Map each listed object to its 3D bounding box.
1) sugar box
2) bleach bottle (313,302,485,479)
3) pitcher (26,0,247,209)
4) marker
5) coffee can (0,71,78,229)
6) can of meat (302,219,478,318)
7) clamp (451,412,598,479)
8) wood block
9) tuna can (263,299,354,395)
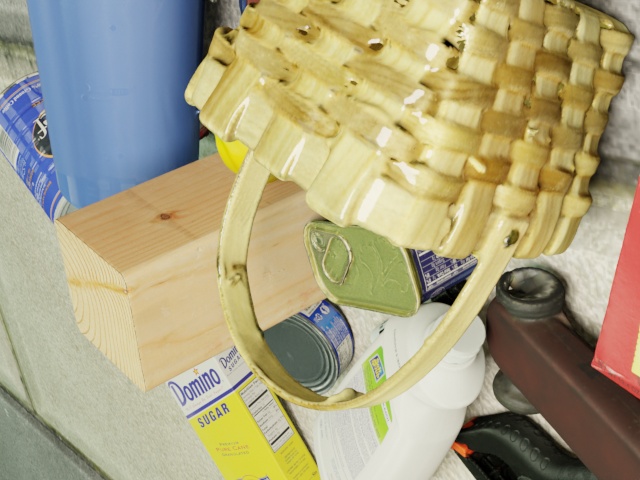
[{"bbox_3d":[-0.073,0.169,0.979,0.094,0.048,0.176,-19,108,47],"label":"sugar box"},{"bbox_3d":[0.057,0.117,0.722,0.251,0.068,0.102,116,142,-59],"label":"bleach bottle"},{"bbox_3d":[-0.132,-0.140,0.759,0.149,0.144,0.243,34,135,37],"label":"pitcher"},{"bbox_3d":[0.068,0.051,0.734,0.020,0.020,0.121,59,149,8],"label":"marker"},{"bbox_3d":[-0.244,-0.082,1.032,0.140,0.102,0.103,49,147,24],"label":"coffee can"},{"bbox_3d":[0.053,0.000,0.653,0.102,0.083,0.057,6,118,56],"label":"can of meat"},{"bbox_3d":[0.149,0.168,0.678,0.172,0.039,0.120,21,125,58],"label":"clamp"},{"bbox_3d":[-0.055,0.000,0.699,0.091,0.205,0.090,33,138,43],"label":"wood block"},{"bbox_3d":[-0.017,0.080,0.845,0.086,0.033,0.086,18,129,23],"label":"tuna can"}]
